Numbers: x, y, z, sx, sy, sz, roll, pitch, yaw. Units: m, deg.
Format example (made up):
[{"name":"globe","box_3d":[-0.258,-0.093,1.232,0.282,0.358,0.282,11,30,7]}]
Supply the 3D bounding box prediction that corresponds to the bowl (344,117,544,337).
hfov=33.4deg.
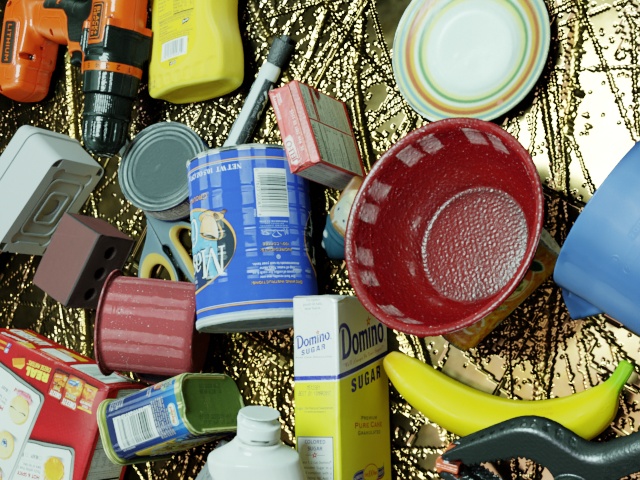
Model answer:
[{"name":"bowl","box_3d":[0.097,-0.004,0.767,0.162,0.055,0.162,-15,65,35]}]

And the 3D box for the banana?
[{"name":"banana","box_3d":[0.137,0.122,0.800,0.198,0.037,0.069,-1,75,29]}]

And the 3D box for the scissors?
[{"name":"scissors","box_3d":[-0.165,-0.016,0.995,0.202,0.016,0.096,45,105,26]}]

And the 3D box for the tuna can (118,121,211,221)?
[{"name":"tuna can","box_3d":[-0.137,-0.061,0.963,0.086,0.033,0.086,-6,70,17]}]

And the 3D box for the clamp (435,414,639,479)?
[{"name":"clamp","box_3d":[0.184,0.164,0.737,0.210,0.036,0.165,16,111,25]}]

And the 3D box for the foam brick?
[{"name":"foam brick","box_3d":[-0.222,0.020,1.001,0.051,0.052,0.078,31,99,28]}]

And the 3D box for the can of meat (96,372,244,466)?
[{"name":"can of meat","box_3d":[-0.123,0.149,0.903,0.084,0.102,0.057,-22,74,22]}]

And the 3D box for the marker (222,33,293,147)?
[{"name":"marker","box_3d":[-0.056,-0.126,0.946,0.020,0.020,0.121,30,99,28]}]

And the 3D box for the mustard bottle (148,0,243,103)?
[{"name":"mustard bottle","box_3d":[-0.114,-0.226,0.968,0.096,0.058,0.191,-9,79,41]}]

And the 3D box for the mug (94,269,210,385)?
[{"name":"mug","box_3d":[-0.141,0.084,0.928,0.081,0.093,0.117,5,128,6]}]

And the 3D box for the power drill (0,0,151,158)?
[{"name":"power drill","box_3d":[-0.232,-0.170,1.005,0.188,0.057,0.184,6,86,43]}]

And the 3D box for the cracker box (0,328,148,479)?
[{"name":"cracker box","box_3d":[-0.263,0.207,0.990,0.164,0.072,0.214,18,94,30]}]

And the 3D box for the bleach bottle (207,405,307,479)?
[{"name":"bleach bottle","box_3d":[-0.062,0.241,0.773,0.103,0.068,0.251,7,102,12]}]

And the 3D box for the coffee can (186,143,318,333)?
[{"name":"coffee can","box_3d":[-0.056,0.001,0.883,0.103,0.102,0.140,-10,79,27]}]

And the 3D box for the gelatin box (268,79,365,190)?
[{"name":"gelatin box","box_3d":[-0.002,-0.084,0.871,0.030,0.089,0.073,-23,73,24]}]

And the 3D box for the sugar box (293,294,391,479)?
[{"name":"sugar box","box_3d":[0.019,0.132,0.831,0.048,0.093,0.176,-3,83,28]}]
